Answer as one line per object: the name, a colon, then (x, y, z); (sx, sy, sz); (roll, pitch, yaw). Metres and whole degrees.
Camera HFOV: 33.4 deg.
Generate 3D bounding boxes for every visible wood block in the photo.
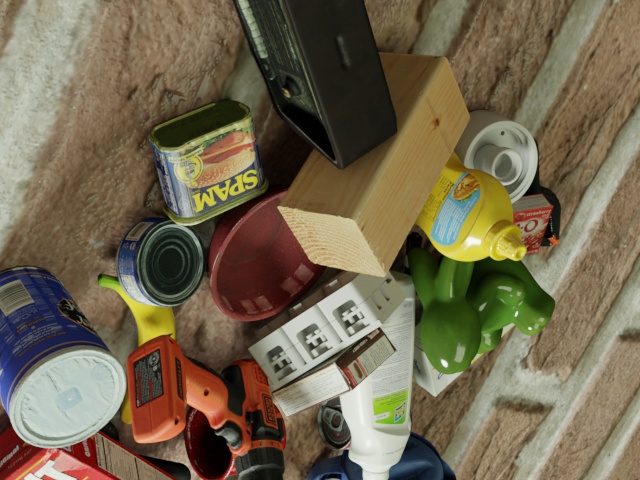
wood block: (0.057, -0.077, 1.039); (0.206, 0.090, 0.090); (-59, 140, -26)

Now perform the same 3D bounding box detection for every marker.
marker: (0.104, 0.043, 1.243); (0.020, 0.020, 0.121); (-16, 128, -28)

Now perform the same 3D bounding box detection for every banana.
banana: (-0.180, 0.103, 1.082); (0.069, 0.037, 0.198); (-9, 125, -10)

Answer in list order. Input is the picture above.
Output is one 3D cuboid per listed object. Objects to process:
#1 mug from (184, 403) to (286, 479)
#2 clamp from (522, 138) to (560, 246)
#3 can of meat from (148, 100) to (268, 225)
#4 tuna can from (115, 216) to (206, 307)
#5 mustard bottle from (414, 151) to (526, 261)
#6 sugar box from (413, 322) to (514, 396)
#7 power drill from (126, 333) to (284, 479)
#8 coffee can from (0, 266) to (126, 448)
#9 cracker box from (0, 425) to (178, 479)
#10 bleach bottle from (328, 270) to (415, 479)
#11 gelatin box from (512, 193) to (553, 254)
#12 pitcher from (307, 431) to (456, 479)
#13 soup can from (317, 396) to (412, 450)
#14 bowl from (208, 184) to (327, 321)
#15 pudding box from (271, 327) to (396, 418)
mug: (-0.094, 0.229, 1.191); (0.081, 0.093, 0.117); (0, 103, -43)
clamp: (0.239, -0.037, 1.302); (0.120, 0.039, 0.171); (-37, 130, 0)
can of meat: (-0.105, -0.075, 0.999); (0.102, 0.058, 0.084); (-26, 129, -22)
tuna can: (-0.151, 0.021, 1.021); (0.085, 0.034, 0.086); (-4, 96, -45)
mustard bottle: (0.146, -0.033, 1.121); (0.058, 0.192, 0.096); (15, 109, -42)
sugar box: (0.184, 0.104, 1.333); (0.176, 0.048, 0.093); (-36, 136, -19)
power drill: (-0.106, 0.183, 1.052); (0.057, 0.184, 0.187); (-30, 142, 21)
coffee can: (-0.248, 0.101, 0.950); (0.102, 0.140, 0.103); (-20, 129, -26)
cracker box: (-0.253, 0.275, 1.072); (0.164, 0.072, 0.213); (-39, 128, 10)
bleach bottle: (0.059, 0.165, 1.228); (0.102, 0.068, 0.251); (-8, 104, -34)
gelatin box: (0.224, -0.014, 1.265); (0.089, 0.030, 0.073); (-9, 133, -20)
pitcher: (0.070, 0.373, 1.405); (0.144, 0.149, 0.243); (-28, 138, -40)
soup can: (0.056, 0.224, 1.320); (0.102, 0.069, 0.068); (8, 114, -41)
bowl: (-0.057, 0.001, 1.080); (0.161, 0.055, 0.162); (-27, 139, -27)
pudding box: (0.014, 0.140, 1.139); (0.114, 0.039, 0.089); (-34, -179, 44)
